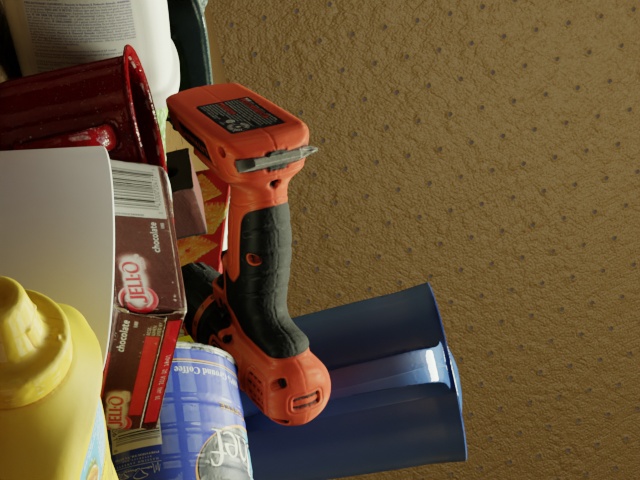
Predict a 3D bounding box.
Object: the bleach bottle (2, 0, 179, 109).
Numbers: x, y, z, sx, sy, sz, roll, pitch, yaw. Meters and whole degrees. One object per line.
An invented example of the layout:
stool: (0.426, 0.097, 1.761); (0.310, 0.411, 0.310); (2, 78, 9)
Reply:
bleach bottle: (-0.132, -0.174, 0.593); (0.251, 0.102, 0.068); (99, -17, -56)

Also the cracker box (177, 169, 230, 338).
cracker box: (-0.102, 0.057, 1.047); (0.213, 0.072, 0.164); (-88, 165, -48)

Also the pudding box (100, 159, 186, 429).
pudding box: (-0.099, 0.027, 0.549); (0.113, 0.039, 0.090); (-104, -154, -46)

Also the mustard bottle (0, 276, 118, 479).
mustard bottle: (-0.106, 0.079, 0.397); (0.192, 0.058, 0.096); (97, -8, -49)

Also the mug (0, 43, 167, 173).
mug: (-0.138, -0.057, 0.606); (0.117, 0.081, 0.093); (-100, 179, -76)

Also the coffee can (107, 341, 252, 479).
coffee can: (-0.087, 0.142, 0.597); (0.103, 0.103, 0.140); (77, 1, -60)

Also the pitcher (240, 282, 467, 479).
pitcher: (-0.019, 0.116, 0.778); (0.145, 0.243, 0.149); (-101, 179, -55)

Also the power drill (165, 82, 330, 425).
power drill: (-0.054, 0.001, 0.672); (0.185, 0.057, 0.188); (35, -44, 51)
